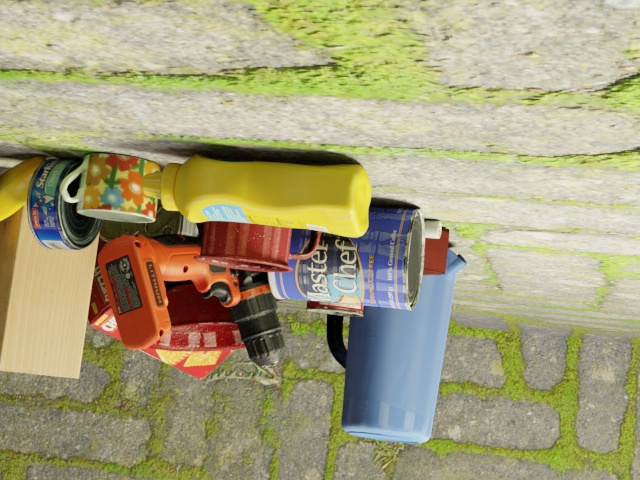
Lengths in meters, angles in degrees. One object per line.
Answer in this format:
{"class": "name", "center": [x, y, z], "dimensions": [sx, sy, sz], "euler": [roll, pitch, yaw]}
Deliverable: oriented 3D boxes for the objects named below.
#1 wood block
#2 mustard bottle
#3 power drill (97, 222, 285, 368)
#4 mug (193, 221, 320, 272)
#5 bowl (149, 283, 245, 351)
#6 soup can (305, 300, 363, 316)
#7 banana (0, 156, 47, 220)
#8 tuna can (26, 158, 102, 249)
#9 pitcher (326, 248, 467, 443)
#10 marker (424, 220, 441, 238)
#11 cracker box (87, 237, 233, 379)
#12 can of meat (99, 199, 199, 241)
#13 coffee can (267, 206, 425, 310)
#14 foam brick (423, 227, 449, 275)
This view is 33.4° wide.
{"class": "wood block", "center": [-0.299, 0.038, 1.135], "dimensions": [0.090, 0.206, 0.090], "euler": [11, 172, -33]}
{"class": "mustard bottle", "center": [-0.057, -0.040, 0.896], "dimensions": [0.192, 0.058, 0.096], "euler": [5, 174, 11]}
{"class": "power drill", "center": [-0.119, 0.051, 1.045], "dimensions": [0.057, 0.184, 0.187], "euler": [-23, 173, 36]}
{"class": "mug", "center": [-0.056, -0.015, 1.000], "dimensions": [0.117, 0.081, 0.093], "euler": [8, 173, -14]}
{"class": "bowl", "center": [-0.126, 0.083, 1.185], "dimensions": [0.162, 0.055, 0.162], "euler": [-4, 164, -1]}
{"class": "soup can", "center": [0.022, 0.035, 1.257], "dimensions": [0.068, 0.102, 0.068], "euler": [6, 173, 1]}
{"class": "banana", "center": [-0.326, -0.047, 1.067], "dimensions": [0.037, 0.069, 0.198], "euler": [32, 162, -28]}
{"class": "tuna can", "center": [-0.237, -0.034, 0.999], "dimensions": [0.034, 0.086, 0.086], "euler": [2, 172, 18]}
{"class": "pitcher", "center": [0.084, 0.120, 1.307], "dimensions": [0.145, 0.243, 0.149], "euler": [10, 166, -9]}
{"class": "marker", "center": [0.068, -0.015, 1.144], "dimensions": [0.121, 0.020, 0.020], "euler": [4, 173, 17]}
{"class": "cracker box", "center": [-0.221, 0.068, 1.353], "dimensions": [0.213, 0.072, 0.164], "euler": [39, -166, -49]}
{"class": "can of meat", "center": [-0.183, -0.020, 1.182], "dimensions": [0.102, 0.057, 0.083], "euler": [4, 174, 18]}
{"class": "coffee can", "center": [0.028, 0.014, 1.073], "dimensions": [0.140, 0.103, 0.102], "euler": [4, 173, 14]}
{"class": "foam brick", "center": [0.098, 0.010, 1.188], "dimensions": [0.052, 0.051, 0.078], "euler": [11, 172, -30]}
